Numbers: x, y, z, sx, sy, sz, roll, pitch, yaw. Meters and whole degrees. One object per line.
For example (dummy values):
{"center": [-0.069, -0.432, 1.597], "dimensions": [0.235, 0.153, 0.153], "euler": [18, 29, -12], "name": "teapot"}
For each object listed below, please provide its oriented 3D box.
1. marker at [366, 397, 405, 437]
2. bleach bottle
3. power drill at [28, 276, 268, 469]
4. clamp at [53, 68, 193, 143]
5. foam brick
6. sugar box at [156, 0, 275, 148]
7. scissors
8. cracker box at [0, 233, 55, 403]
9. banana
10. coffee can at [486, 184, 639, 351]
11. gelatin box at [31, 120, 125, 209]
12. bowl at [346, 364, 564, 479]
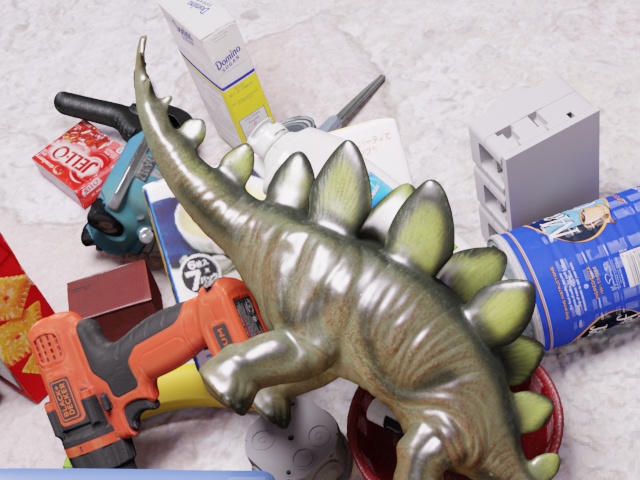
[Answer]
{"center": [0.087, 0.146, 0.768], "dimensions": [0.121, 0.020, 0.020], "euler": [24, 60, 31], "name": "marker"}
{"center": [0.037, 0.003, 0.807], "dimensions": [0.251, 0.068, 0.102], "euler": [42, 68, 11], "name": "bleach bottle"}
{"center": [-0.122, 0.121, 0.823], "dimensions": [0.188, 0.057, 0.184], "euler": [-22, 89, 16], "name": "power drill"}
{"center": [-0.187, -0.137, 1.145], "dimensions": [0.172, 0.039, 0.120], "euler": [29, 46, 23], "name": "clamp"}
{"center": [-0.185, 0.061, 0.972], "dimensions": [0.078, 0.051, 0.053], "euler": [-17, 47, 1], "name": "foam brick"}
{"center": [-0.095, -0.161, 1.053], "dimensions": [0.048, 0.176, 0.093], "euler": [-34, 50, -14], "name": "sugar box"}
{"center": [0.016, -0.109, 1.067], "dimensions": [0.201, 0.016, 0.096], "euler": [-39, 26, -18], "name": "scissors"}
{"center": [-0.314, 0.028, 0.927], "dimensions": [0.164, 0.213, 0.072], "euler": [27, 62, 32], "name": "cracker box"}
{"center": [-0.124, 0.138, 0.902], "dimensions": [0.198, 0.037, 0.069], "euler": [-18, 65, 2], "name": "banana"}
{"center": [0.218, 0.022, 0.858], "dimensions": [0.140, 0.103, 0.103], "euler": [-20, 48, -2], "name": "coffee can"}
{"center": [-0.250, -0.083, 1.127], "dimensions": [0.073, 0.030, 0.089], "euler": [-41, 52, -19], "name": "gelatin box"}
{"center": [0.104, 0.149, 0.813], "dimensions": [0.162, 0.055, 0.162], "euler": [-8, 49, 9], "name": "bowl"}
